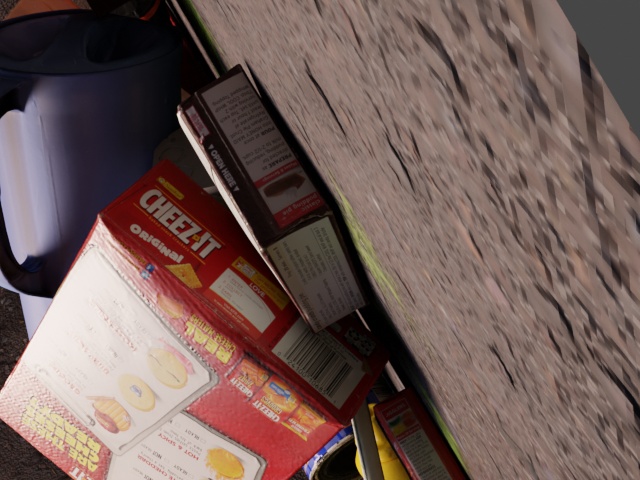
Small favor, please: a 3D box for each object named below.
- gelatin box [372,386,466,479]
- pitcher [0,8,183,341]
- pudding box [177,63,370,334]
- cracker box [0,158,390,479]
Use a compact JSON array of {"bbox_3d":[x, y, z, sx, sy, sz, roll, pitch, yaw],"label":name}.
[{"bbox_3d":[0.062,0.133,0.674,0.073,0.030,0.089,60,177,12],"label":"gelatin box"},{"bbox_3d":[-0.161,-0.024,0.721,0.145,0.149,0.243,-123,30,-57],"label":"pitcher"},{"bbox_3d":[-0.020,-0.016,0.506,0.090,0.039,0.113,57,179,26],"label":"pudding box"},{"bbox_3d":[-0.082,0.081,0.617,0.164,0.072,0.214,40,134,1],"label":"cracker box"}]
